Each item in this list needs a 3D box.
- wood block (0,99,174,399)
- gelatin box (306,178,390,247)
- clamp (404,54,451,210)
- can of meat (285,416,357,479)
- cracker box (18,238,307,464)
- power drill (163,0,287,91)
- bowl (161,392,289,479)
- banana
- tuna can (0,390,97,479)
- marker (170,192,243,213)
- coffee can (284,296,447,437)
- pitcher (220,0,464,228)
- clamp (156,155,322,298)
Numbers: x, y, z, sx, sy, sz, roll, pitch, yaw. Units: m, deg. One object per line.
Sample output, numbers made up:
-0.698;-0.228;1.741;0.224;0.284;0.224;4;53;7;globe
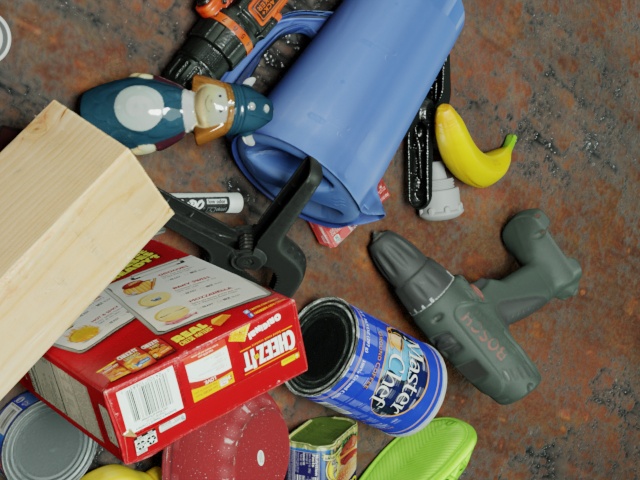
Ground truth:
-0.217;0.014;0.763;0.206;0.091;0.090;-49;148;-14;wood block
0.020;-0.049;1.054;0.089;0.030;0.073;-43;123;-24;gelatin box
0.101;-0.119;1.087;0.171;0.039;0.120;-65;145;-20;clamp
0.001;0.229;1.067;0.102;0.057;0.084;-19;111;-68;can of meat
-0.140;0.078;0.836;0.163;0.214;0.072;-25;116;-32;cracker box
-0.111;-0.231;0.894;0.184;0.057;0.187;-54;129;-17;power drill
-0.075;0.196;0.983;0.161;0.055;0.162;-6;97;-58;bowl
0.160;-0.093;1.128;0.197;0.037;0.069;9;82;-61;banana
-0.233;0.169;0.898;0.085;0.034;0.086;-10;106;-37;tuna can
-0.123;-0.034;0.950;0.120;0.020;0.020;-2;101;-38;marker
0.044;0.128;1.066;0.140;0.103;0.103;30;81;-39;coffee can
0.025;-0.147;0.978;0.242;0.145;0.149;-58;136;-21;pitcher
-0.056;0.001;0.943;0.210;0.165;0.036;64;21;-49;clamp
